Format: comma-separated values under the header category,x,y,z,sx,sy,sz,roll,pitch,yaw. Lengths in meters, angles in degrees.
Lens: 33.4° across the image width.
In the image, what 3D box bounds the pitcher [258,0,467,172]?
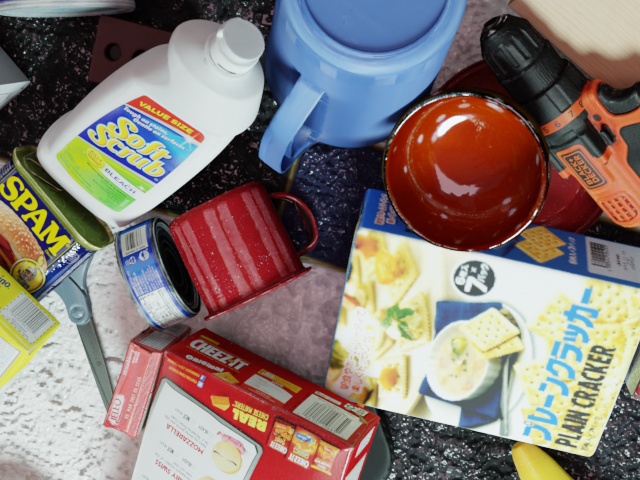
category,x,y,z,sx,sy,sz,roll,pitch,yaw
pitcher,0.021,-0.133,0.712,0.145,0.243,0.149,-7,88,-2

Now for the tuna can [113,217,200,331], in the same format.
category,x,y,z,sx,sy,sz,roll,pitch,yaw
tuna can,-0.126,0.026,0.836,0.034,0.086,0.086,-23,96,7

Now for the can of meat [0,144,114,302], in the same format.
category,x,y,z,sx,sy,sz,roll,pitch,yaw
can of meat,-0.229,-0.010,0.839,0.084,0.057,0.102,-39,91,14

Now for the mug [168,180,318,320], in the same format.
category,x,y,z,sx,sy,sz,roll,pitch,yaw
mug,-0.055,0.001,0.831,0.117,0.093,0.081,-26,91,-22

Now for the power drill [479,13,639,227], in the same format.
category,x,y,z,sx,sy,sz,roll,pitch,yaw
power drill,0.215,-0.099,0.689,0.184,0.188,0.057,45,56,-18

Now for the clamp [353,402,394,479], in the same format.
category,x,y,z,sx,sy,sz,roll,pitch,yaw
clamp,0.003,0.196,0.875,0.120,0.039,0.171,8,100,1

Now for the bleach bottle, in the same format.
category,x,y,z,sx,sy,sz,roll,pitch,yaw
bleach bottle,-0.114,-0.091,0.746,0.102,0.251,0.068,44,56,-10

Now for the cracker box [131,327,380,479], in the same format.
category,x,y,z,sx,sy,sz,roll,pitch,yaw
cracker box,-0.063,0.199,0.832,0.164,0.072,0.214,24,112,18

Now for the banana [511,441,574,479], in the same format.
category,x,y,z,sx,sy,sz,roll,pitch,yaw
banana,0.240,0.222,0.858,0.198,0.037,0.069,18,83,1

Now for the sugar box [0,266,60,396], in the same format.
category,x,y,z,sx,sy,sz,roll,pitch,yaw
sugar box,-0.283,0.087,0.845,0.093,0.048,0.177,45,132,-3

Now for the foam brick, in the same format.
category,x,y,z,sx,sy,sz,roll,pitch,yaw
foam brick,-0.134,-0.140,0.828,0.078,0.051,0.053,14,99,3

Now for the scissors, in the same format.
category,x,y,z,sx,sy,sz,roll,pitch,yaw
scissors,-0.219,0.051,0.885,0.096,0.016,0.202,0,98,7

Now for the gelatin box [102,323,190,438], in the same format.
category,x,y,z,sx,sy,sz,roll,pitch,yaw
gelatin box,-0.138,0.107,0.847,0.030,0.089,0.073,21,101,5
